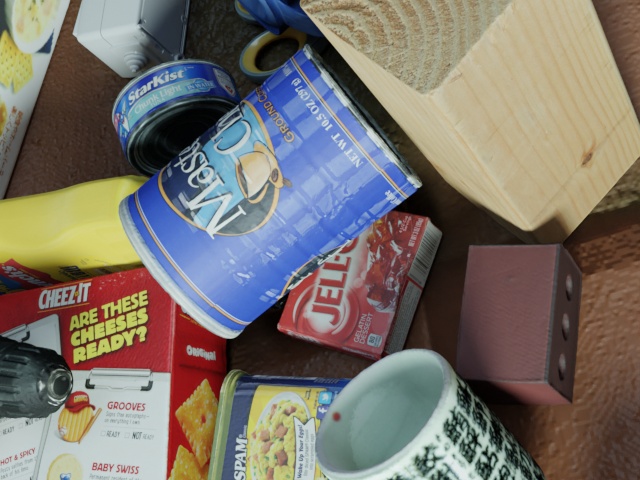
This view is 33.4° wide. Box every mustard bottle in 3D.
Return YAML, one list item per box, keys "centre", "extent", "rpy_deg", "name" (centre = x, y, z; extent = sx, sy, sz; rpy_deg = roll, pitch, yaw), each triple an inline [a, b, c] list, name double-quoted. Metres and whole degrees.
- centre: [-0.183, 0.004, 0.709]
  extent: [0.192, 0.096, 0.058]
  rpy_deg: [-8, 67, 24]
  name: "mustard bottle"

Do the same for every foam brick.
- centre: [0.107, 0.045, 0.573]
  extent: [0.051, 0.053, 0.078]
  rpy_deg: [0, 71, 26]
  name: "foam brick"

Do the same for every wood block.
- centre: [0.088, -0.081, 0.542]
  extent: [0.091, 0.205, 0.090]
  rpy_deg: [-49, 57, 1]
  name: "wood block"

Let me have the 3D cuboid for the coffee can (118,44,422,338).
- centre: [-0.028, -0.027, 0.606]
  extent: [0.140, 0.102, 0.103]
  rpy_deg: [-39, 58, 8]
  name: "coffee can"

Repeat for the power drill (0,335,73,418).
- centre: [-0.228, 0.142, 0.616]
  extent: [0.185, 0.057, 0.187]
  rpy_deg: [0, 68, 38]
  name: "power drill"

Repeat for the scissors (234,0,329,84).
- centre: [0.024, -0.145, 0.712]
  extent: [0.202, 0.016, 0.096]
  rpy_deg: [8, 72, 30]
  name: "scissors"

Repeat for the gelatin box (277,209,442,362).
- centre: [0.023, 0.023, 0.637]
  extent: [0.073, 0.030, 0.089]
  rpy_deg: [13, 75, 31]
  name: "gelatin box"

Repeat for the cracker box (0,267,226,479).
- centre: [-0.142, 0.134, 0.651]
  extent: [0.164, 0.072, 0.213]
  rpy_deg: [-11, 65, 23]
  name: "cracker box"

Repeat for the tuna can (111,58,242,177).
- centre: [-0.091, -0.078, 0.702]
  extent: [0.086, 0.086, 0.034]
  rpy_deg: [-30, 61, 13]
  name: "tuna can"

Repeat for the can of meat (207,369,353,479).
- centre: [-0.012, 0.126, 0.598]
  extent: [0.084, 0.057, 0.102]
  rpy_deg: [-1, 70, 24]
  name: "can of meat"
